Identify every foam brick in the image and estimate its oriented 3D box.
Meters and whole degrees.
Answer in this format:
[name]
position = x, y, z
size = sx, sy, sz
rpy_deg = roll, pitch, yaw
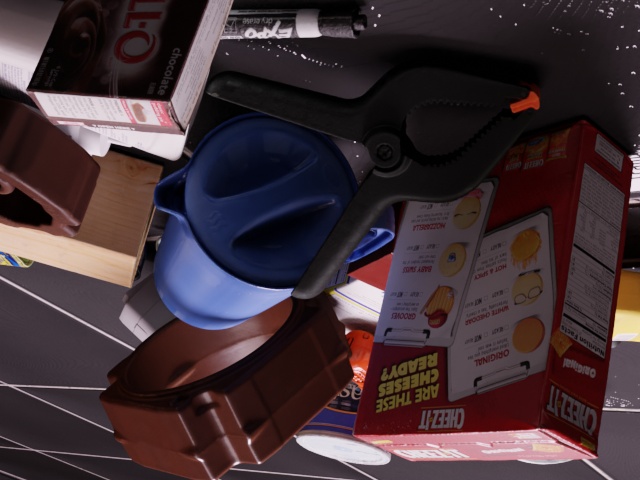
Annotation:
[foam brick]
position = 0.066, 0.006, 0.896
size = 0.051, 0.053, 0.078
rpy_deg = 22, 155, -21

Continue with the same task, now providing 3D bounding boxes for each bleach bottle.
[bleach bottle]
position = -0.202, -0.131, 0.715
size = 0.250, 0.068, 0.103
rpy_deg = 19, 158, -7

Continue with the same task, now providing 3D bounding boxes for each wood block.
[wood block]
position = -0.249, -0.039, 0.921
size = 0.206, 0.091, 0.090
rpy_deg = 16, 158, -7

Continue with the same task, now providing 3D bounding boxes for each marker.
[marker]
position = -0.029, -0.134, 0.662
size = 0.121, 0.020, 0.020
rpy_deg = 4, 156, 22

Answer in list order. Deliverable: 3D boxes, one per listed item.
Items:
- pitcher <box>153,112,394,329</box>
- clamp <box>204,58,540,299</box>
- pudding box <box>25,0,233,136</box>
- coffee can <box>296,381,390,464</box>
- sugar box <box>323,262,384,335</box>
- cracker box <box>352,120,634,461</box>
[pitcher]
position = -0.056, 0.001, 0.869
size = 0.149, 0.144, 0.243
rpy_deg = 46, 158, -1
[clamp]
position = 0.035, -0.068, 0.690
size = 0.210, 0.036, 0.164
rpy_deg = -25, 104, 20
[pudding box]
position = -0.108, -0.118, 0.624
size = 0.090, 0.113, 0.039
rpy_deg = 6, 154, 17
[coffee can]
position = 0.039, 0.161, 1.160
size = 0.103, 0.140, 0.103
rpy_deg = 12, 158, 5
[sugar box]
position = 0.041, 0.052, 1.030
size = 0.093, 0.048, 0.177
rpy_deg = 27, 151, -26
[cracker box]
position = 0.120, 0.040, 0.732
size = 0.072, 0.213, 0.164
rpy_deg = 29, 153, -33
